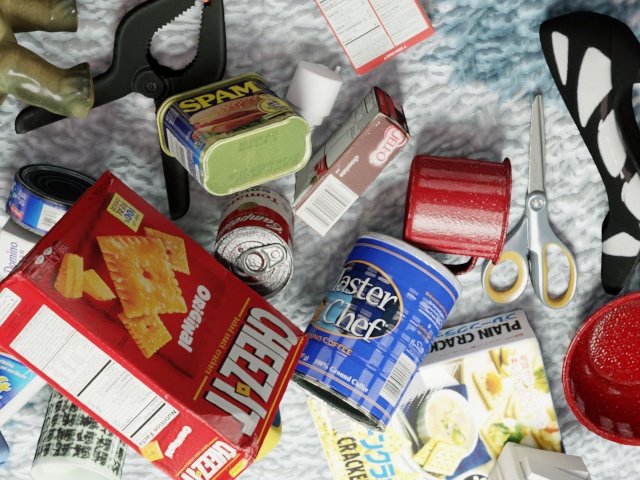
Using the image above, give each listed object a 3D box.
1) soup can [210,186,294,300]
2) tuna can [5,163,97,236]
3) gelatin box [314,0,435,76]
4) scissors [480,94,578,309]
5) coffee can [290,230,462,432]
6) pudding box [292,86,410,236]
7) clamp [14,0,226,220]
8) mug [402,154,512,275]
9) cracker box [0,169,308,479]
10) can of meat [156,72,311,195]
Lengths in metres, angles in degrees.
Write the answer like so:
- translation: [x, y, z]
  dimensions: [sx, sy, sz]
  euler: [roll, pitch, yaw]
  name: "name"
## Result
- translation: [-0.056, 0.001, 0.911]
  dimensions: [0.068, 0.102, 0.068]
  euler: [0, 112, 0]
  name: "soup can"
- translation: [-0.221, -0.033, 0.906]
  dimensions: [0.086, 0.086, 0.034]
  euler: [19, 110, -8]
  name: "tuna can"
- translation: [0.041, -0.191, 0.872]
  dimensions: [0.073, 0.030, 0.089]
  euler: [-28, 109, 12]
  name: "gelatin box"
- translation: [0.174, -0.023, 0.949]
  dimensions: [0.096, 0.016, 0.202]
  euler: [-18, 111, 7]
  name: "scissors"
- translation: [0.044, 0.078, 0.912]
  dimensions: [0.102, 0.103, 0.140]
  euler: [34, 76, -13]
  name: "coffee can"
- translation: [0.025, -0.068, 0.890]
  dimensions: [0.039, 0.090, 0.114]
  euler: [40, 107, -13]
  name: "pudding box"
- translation: [-0.151, -0.133, 0.890]
  dimensions: [0.164, 0.036, 0.210]
  euler: [23, 112, -13]
  name: "clamp"
- translation: [0.113, -0.020, 0.915]
  dimensions: [0.081, 0.093, 0.117]
  euler: [6, 128, 2]
  name: "mug"
- translation: [-0.123, 0.066, 0.800]
  dimensions: [0.213, 0.164, 0.072]
  euler: [40, 121, -8]
  name: "cracker box"
- translation: [-0.069, -0.085, 0.864]
  dimensions: [0.102, 0.084, 0.057]
  euler: [-21, 130, -22]
  name: "can of meat"
